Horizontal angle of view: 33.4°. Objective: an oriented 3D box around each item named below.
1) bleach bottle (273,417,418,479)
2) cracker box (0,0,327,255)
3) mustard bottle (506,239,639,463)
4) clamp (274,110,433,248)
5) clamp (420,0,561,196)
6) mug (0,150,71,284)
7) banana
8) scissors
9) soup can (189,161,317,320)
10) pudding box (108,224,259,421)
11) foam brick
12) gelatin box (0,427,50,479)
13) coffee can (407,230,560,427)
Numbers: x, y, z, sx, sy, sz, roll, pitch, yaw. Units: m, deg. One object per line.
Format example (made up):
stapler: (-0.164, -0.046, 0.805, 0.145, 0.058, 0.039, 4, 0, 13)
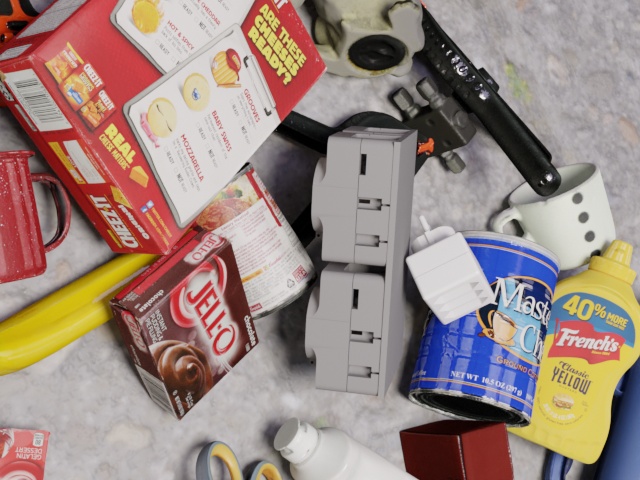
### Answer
bleach bottle: (0.069, 0.216, 0.828, 0.250, 0.103, 0.068, 39, 68, -21)
cracker box: (-0.107, -0.120, 0.748, 0.213, 0.072, 0.164, -53, 127, -32)
mustard bottle: (0.229, 0.090, 0.935, 0.096, 0.058, 0.191, 22, 87, 9)
clamp: (0.022, -0.054, 0.884, 0.171, 0.039, 0.120, -4, 98, -31)
clamp: (0.139, -0.125, 0.925, 0.036, 0.164, 0.210, -40, 100, 13)
mug: (-0.217, -0.012, 0.702, 0.117, 0.093, 0.081, -13, 94, -46)
banana: (-0.164, 0.047, 0.733, 0.197, 0.070, 0.037, -33, 100, -42)
scissors: (-0.064, 0.217, 0.734, 0.096, 0.016, 0.201, 48, 27, -19)
soup can: (-0.055, 0.001, 0.808, 0.068, 0.069, 0.102, -38, 103, -31)
pudding box: (-0.094, 0.059, 0.759, 0.090, 0.039, 0.113, -43, 144, -29)
foam brick: (0.112, 0.178, 0.876, 0.051, 0.078, 0.053, -8, 88, -33)
gelatin box: (-0.227, 0.157, 0.698, 0.089, 0.030, 0.073, 12, 76, -29)
coffee can: (0.138, 0.075, 0.894, 0.102, 0.103, 0.140, 24, 71, -27)
